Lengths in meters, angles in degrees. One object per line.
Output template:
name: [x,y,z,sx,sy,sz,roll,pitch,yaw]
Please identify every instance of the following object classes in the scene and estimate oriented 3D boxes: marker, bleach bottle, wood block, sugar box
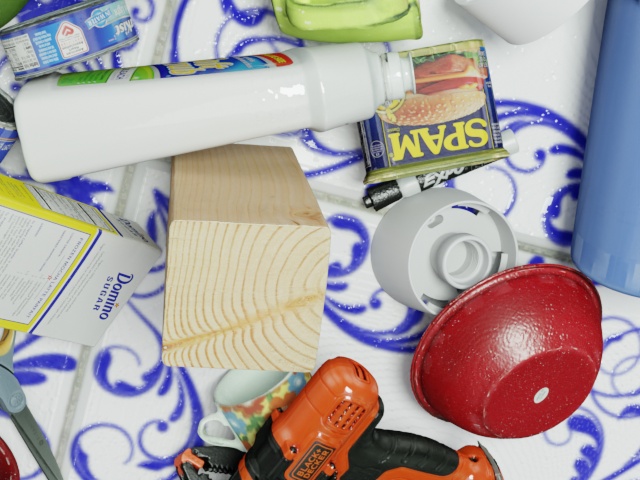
marker: [0.088,-0.051,0.790,0.121,0.020,0.020,-23,109,1]
bleach bottle: [-0.064,-0.092,0.702,0.251,0.102,0.068,-8,107,2]
wood block: [-0.054,0.001,0.691,0.090,0.206,0.090,4,107,-9]
sugar box: [-0.198,0.012,0.713,0.093,0.048,0.176,-53,147,9]

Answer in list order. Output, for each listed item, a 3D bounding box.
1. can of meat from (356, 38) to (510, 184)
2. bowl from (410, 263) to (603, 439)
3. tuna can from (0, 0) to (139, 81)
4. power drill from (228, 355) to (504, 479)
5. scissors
can of meat: [0.074,-0.090,0.748,0.102,0.057,0.084,-10,90,-4]
bowl: [0.151,0.096,0.796,0.162,0.055,0.162,-12,130,-15]
tuna can: [-0.165,-0.134,0.699,0.086,0.086,0.034,-18,107,-1]
power drill: [0.027,0.185,0.774,0.187,0.057,0.185,26,112,-29]
scissors: [-0.243,0.117,0.779,0.016,0.096,0.202,5,112,37]
